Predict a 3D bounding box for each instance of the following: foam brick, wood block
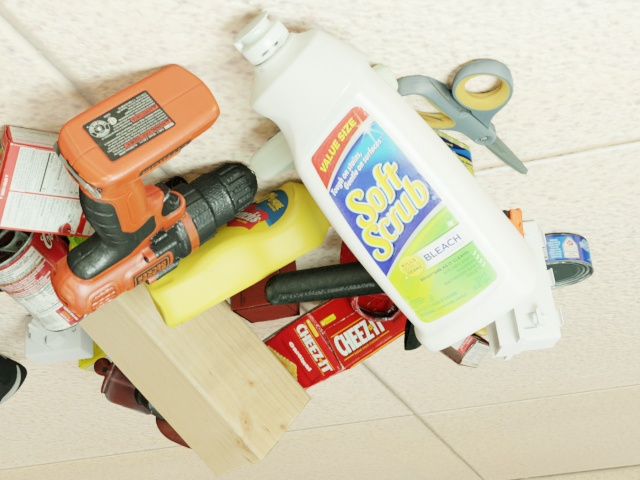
[{"bbox_3d":[-0.054,0.031,0.999,0.053,0.078,0.051,-11,160,16],"label":"foam brick"},{"bbox_3d":[-0.120,0.112,1.012,0.206,0.090,0.091,49,139,-8],"label":"wood block"}]

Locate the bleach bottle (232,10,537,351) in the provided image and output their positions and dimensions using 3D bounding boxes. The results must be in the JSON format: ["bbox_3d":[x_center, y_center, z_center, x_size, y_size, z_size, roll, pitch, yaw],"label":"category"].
[{"bbox_3d":[0.032,-0.042,0.699,0.103,0.068,0.250,-34,112,26],"label":"bleach bottle"}]

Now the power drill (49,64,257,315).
[{"bbox_3d":[-0.115,-0.039,0.766,0.184,0.057,0.188,-37,159,-25],"label":"power drill"}]

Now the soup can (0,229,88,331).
[{"bbox_3d":[-0.243,0.025,0.911,0.069,0.068,0.102,-13,139,20],"label":"soup can"}]

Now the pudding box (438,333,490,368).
[{"bbox_3d":[0.139,0.101,1.184,0.090,0.039,0.113,36,-175,19],"label":"pudding box"}]

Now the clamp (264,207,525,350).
[{"bbox_3d":[0.083,0.032,0.837,0.210,0.036,0.164,-26,143,37],"label":"clamp"}]

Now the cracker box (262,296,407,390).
[{"bbox_3d":[0.012,0.099,1.101,0.163,0.072,0.214,-30,177,-36],"label":"cracker box"}]

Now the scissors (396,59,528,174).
[{"bbox_3d":[0.134,-0.091,0.807,0.201,0.016,0.096,16,151,-43],"label":"scissors"}]

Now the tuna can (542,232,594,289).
[{"bbox_3d":[0.236,0.022,1.099,0.086,0.034,0.086,-4,159,-2],"label":"tuna can"}]

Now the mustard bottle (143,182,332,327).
[{"bbox_3d":[-0.056,0.001,0.885,0.191,0.058,0.096,-28,-162,-10],"label":"mustard bottle"}]

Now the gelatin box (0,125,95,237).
[{"bbox_3d":[-0.197,-0.042,0.796,0.089,0.030,0.073,6,122,-29],"label":"gelatin box"}]
